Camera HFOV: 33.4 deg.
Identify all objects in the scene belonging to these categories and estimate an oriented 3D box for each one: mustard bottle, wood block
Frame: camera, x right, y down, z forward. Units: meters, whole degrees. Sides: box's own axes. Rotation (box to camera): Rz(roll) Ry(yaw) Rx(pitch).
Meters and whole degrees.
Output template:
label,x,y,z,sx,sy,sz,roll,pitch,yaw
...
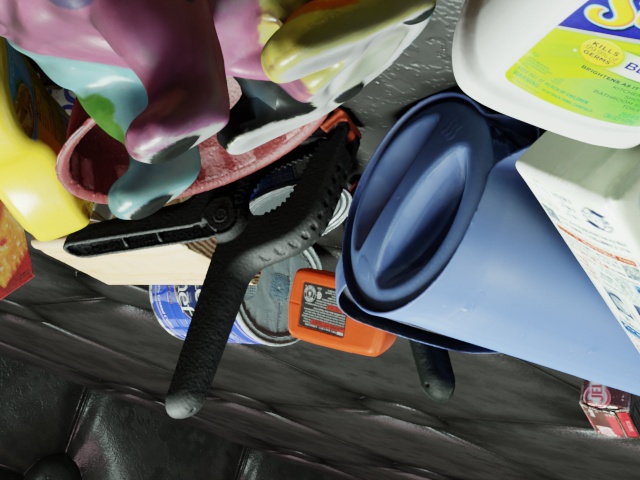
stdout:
label,x,y,z,sx,sy,sz,roll,pitch,yaw
mustard bottle,-0.180,-0.079,0.574,0.058,0.096,0.191,-20,154,-1
wood block,-0.131,-0.021,0.849,0.090,0.091,0.207,31,159,-37

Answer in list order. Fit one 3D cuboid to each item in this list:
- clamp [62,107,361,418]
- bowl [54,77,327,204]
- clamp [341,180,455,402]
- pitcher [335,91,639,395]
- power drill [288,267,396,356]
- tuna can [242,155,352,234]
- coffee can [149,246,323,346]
label,x,y,z,sx,sy,sz,roll,pitch,yaw
clamp,-0.054,0.001,0.676,0.165,0.210,0.036,58,-173,31
bowl,-0.075,-0.080,0.598,0.162,0.055,0.162,-18,164,-6
clamp,0.080,0.028,0.765,0.120,0.171,0.039,-9,153,-47
pitcher,0.137,0.021,0.654,0.242,0.145,0.149,23,-179,-26
power drill,0.082,0.060,0.853,0.185,0.057,0.187,8,-178,44
tuna can,-0.023,-0.030,0.747,0.086,0.034,0.086,-12,153,-7
coffee can,-0.078,0.044,0.981,0.102,0.103,0.141,29,160,-34
